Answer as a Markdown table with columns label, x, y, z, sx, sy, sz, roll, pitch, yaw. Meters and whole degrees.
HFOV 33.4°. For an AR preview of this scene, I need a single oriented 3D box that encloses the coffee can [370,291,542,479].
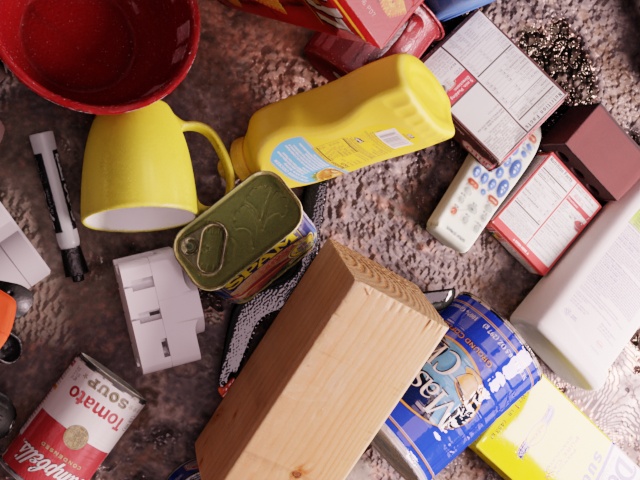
| label | x | y | z | sx | sy | sz | roll | pitch | yaw |
| --- | --- | --- | --- | --- | --- | --- | --- | --- | --- |
| coffee can | 0.102 | 0.127 | 0.908 | 0.140 | 0.103 | 0.103 | -40 | 105 | -12 |

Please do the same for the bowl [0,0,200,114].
| label | x | y | z | sx | sy | sz | roll | pitch | yaw |
| --- | --- | --- | --- | --- | --- | --- | --- | --- | --- |
| bowl | -0.174 | -0.161 | 0.793 | 0.161 | 0.055 | 0.162 | 7 | 73 | -23 |

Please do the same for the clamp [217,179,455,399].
| label | x | y | z | sx | sy | sz | roll | pitch | yaw |
| --- | --- | --- | --- | --- | --- | --- | --- | --- | --- |
| clamp | 0.000 | 0.060 | 0.893 | 0.164 | 0.036 | 0.210 | 38 | 84 | 1 |

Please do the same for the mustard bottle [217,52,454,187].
| label | x | y | z | sx | sy | sz | roll | pitch | yaw |
| --- | --- | --- | --- | --- | --- | --- | --- | --- | --- |
| mustard bottle | 0.001 | -0.083 | 0.841 | 0.096 | 0.192 | 0.058 | 28 | 50 | -55 |

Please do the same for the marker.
| label | x | y | z | sx | sy | sz | roll | pitch | yaw |
| --- | --- | --- | --- | --- | --- | --- | --- | --- | --- |
| marker | -0.205 | -0.026 | 0.841 | 0.020 | 0.020 | 0.121 | -15 | 98 | -17 |

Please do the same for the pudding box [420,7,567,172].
| label | x | y | z | sx | sy | sz | roll | pitch | yaw |
| --- | --- | --- | --- | --- | --- | --- | --- | --- | --- |
| pudding box | 0.141 | -0.130 | 0.921 | 0.090 | 0.039 | 0.113 | -44 | 89 | -11 |

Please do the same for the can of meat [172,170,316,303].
| label | x | y | z | sx | sy | sz | roll | pitch | yaw |
| --- | --- | --- | --- | --- | --- | --- | --- | --- | --- |
| can of meat | -0.056 | 0.001 | 0.842 | 0.102 | 0.084 | 0.057 | -38 | 73 | 0 |

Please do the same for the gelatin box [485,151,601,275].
| label | x | y | z | sx | sy | sz | roll | pitch | yaw |
| --- | --- | --- | --- | --- | --- | --- | --- | --- | --- |
| gelatin box | 0.200 | -0.025 | 0.968 | 0.073 | 0.030 | 0.089 | 44 | 80 | -15 |

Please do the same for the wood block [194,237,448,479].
| label | x | y | z | sx | sy | sz | roll | pitch | yaw |
| --- | --- | --- | --- | --- | --- | --- | --- | --- | --- |
| wood block | -0.004 | 0.115 | 0.828 | 0.090 | 0.090 | 0.206 | 29 | 102 | -21 |

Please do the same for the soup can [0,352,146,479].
| label | x | y | z | sx | sy | sz | roll | pitch | yaw |
| --- | --- | --- | --- | --- | --- | --- | --- | --- | --- |
| soup can | -0.192 | 0.147 | 0.833 | 0.068 | 0.069 | 0.102 | 39 | 81 | -17 |

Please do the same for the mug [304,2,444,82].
| label | x | y | z | sx | sy | sz | roll | pitch | yaw |
| --- | --- | --- | --- | --- | --- | --- | --- | --- | --- |
| mug | 0.045 | -0.161 | 0.864 | 0.093 | 0.117 | 0.081 | 38 | 87 | -26 |

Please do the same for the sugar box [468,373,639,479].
| label | x | y | z | sx | sy | sz | roll | pitch | yaw |
| --- | --- | --- | --- | --- | --- | --- | --- | --- | --- |
| sugar box | 0.218 | 0.201 | 0.982 | 0.176 | 0.048 | 0.093 | 42 | 81 | -15 |

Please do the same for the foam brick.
| label | x | y | z | sx | sy | sz | roll | pitch | yaw |
| --- | --- | --- | --- | --- | --- | --- | --- | --- | --- |
| foam brick | 0.248 | -0.079 | 0.967 | 0.078 | 0.053 | 0.051 | 44 | 80 | -15 |

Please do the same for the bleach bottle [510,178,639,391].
| label | x | y | z | sx | sy | sz | roll | pitch | yaw |
| --- | --- | --- | --- | --- | --- | --- | --- | --- | --- |
| bleach bottle | 0.289 | 0.013 | 0.983 | 0.102 | 0.068 | 0.250 | 46 | 78 | -16 |
